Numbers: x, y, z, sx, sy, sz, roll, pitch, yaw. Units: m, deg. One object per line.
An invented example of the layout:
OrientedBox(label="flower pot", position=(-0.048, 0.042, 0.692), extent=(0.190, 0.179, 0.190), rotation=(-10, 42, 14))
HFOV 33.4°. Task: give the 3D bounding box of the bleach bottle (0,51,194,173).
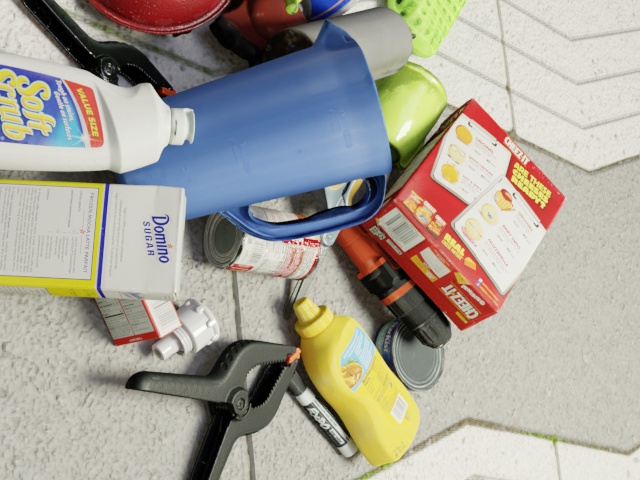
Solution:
OrientedBox(label="bleach bottle", position=(-0.228, -0.107, 0.865), extent=(0.250, 0.068, 0.102), rotation=(2, 81, -15))

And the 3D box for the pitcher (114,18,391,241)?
OrientedBox(label="pitcher", position=(-0.060, -0.083, 0.971), extent=(0.145, 0.243, 0.149), rotation=(76, -3, -63))

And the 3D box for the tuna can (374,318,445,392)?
OrientedBox(label="tuna can", position=(0.100, 0.128, 1.202), extent=(0.085, 0.034, 0.086), rotation=(11, 73, -40))

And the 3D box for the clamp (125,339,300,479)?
OrientedBox(label="clamp", position=(-0.094, 0.148, 1.008), extent=(0.209, 0.036, 0.164), rotation=(-44, 125, -41))

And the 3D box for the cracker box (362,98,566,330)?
OrientedBox(label="cracker box", position=(0.162, -0.032, 1.178), extent=(0.164, 0.072, 0.213), rotation=(46, 48, -7))

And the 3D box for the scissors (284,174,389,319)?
OrientedBox(label="scissors", position=(-0.001, -0.023, 1.111), extent=(0.201, 0.016, 0.096), rotation=(-51, 121, -13))

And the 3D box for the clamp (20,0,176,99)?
OrientedBox(label="clamp", position=(-0.209, -0.163, 0.984), extent=(0.171, 0.039, 0.120), rotation=(4, 82, -48))

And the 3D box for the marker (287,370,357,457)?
OrientedBox(label="marker", position=(-0.002, 0.178, 1.108), extent=(0.121, 0.020, 0.020), rotation=(52, 51, -21))

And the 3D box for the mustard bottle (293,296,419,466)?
OrientedBox(label="mustard bottle", position=(0.031, 0.137, 1.118), extent=(0.191, 0.058, 0.096), rotation=(56, 35, -17))

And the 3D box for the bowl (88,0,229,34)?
OrientedBox(label="bowl", position=(-0.152, -0.277, 1.002), extent=(0.162, 0.055, 0.162), rotation=(4, 70, -12))

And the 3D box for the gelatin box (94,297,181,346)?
OrientedBox(label="gelatin box", position=(-0.170, 0.046, 0.949), extent=(0.030, 0.073, 0.089), rotation=(-29, 99, -43))

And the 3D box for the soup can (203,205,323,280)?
OrientedBox(label="soup can", position=(-0.057, 0.001, 1.065), extent=(0.102, 0.069, 0.068), rotation=(10, 74, -40))

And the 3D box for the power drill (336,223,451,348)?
OrientedBox(label="power drill", position=(0.119, 0.010, 1.209), extent=(0.184, 0.057, 0.187), rotation=(53, 47, -1))

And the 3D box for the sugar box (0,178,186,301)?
OrientedBox(label="sugar box", position=(-0.203, -0.001, 0.885), extent=(0.176, 0.048, 0.093), rotation=(4, 76, -5))
